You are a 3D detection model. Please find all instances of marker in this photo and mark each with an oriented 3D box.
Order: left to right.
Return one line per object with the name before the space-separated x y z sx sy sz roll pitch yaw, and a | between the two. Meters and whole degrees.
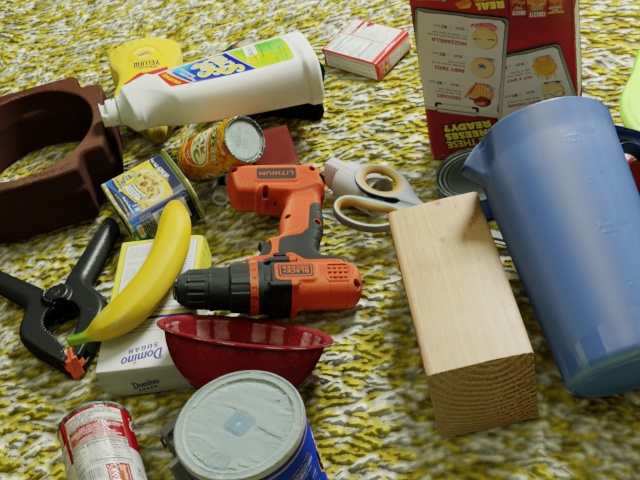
marker | -0.106 -0.088 1.247 0.020 0.020 0.121 -3 44 14

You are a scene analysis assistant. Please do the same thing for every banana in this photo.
banana | -0.173 0.031 1.060 0.070 0.037 0.197 16 53 25

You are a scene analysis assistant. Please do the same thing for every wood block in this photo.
wood block | 0.126 0.062 0.964 0.090 0.091 0.206 -13 43 3

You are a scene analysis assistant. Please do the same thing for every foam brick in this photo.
foam brick | -0.049 -0.083 1.200 0.051 0.053 0.078 -18 43 -2

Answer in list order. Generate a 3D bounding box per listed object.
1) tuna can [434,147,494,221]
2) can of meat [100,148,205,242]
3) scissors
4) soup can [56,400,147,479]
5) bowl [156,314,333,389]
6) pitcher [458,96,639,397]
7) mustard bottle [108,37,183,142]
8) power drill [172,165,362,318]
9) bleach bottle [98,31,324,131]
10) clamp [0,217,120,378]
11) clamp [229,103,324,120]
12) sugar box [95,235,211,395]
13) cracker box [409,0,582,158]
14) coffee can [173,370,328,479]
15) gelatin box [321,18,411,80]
tuna can | 0.165 -0.059 1.121 0.086 0.034 0.086 -9 43 8
can of meat | -0.190 -0.046 1.201 0.084 0.057 0.102 -30 43 -11
scissors | 0.114 -0.035 1.089 0.201 0.016 0.096 5 52 0
soup can | -0.189 0.200 0.934 0.068 0.068 0.102 -22 43 -6
bowl | -0.071 0.107 0.970 0.162 0.055 0.162 7 3 -1
pitcher | 0.237 0.004 0.927 0.149 0.144 0.243 -31 60 28
mustard bottle | -0.215 -0.185 1.354 0.096 0.058 0.192 -9 42 -8
power drill | -0.057 0.001 1.090 0.184 0.057 0.187 0 44 -7
bleach bottle | -0.129 -0.172 1.230 0.250 0.068 0.102 -16 36 -7
clamp | -0.285 0.066 1.127 0.164 0.036 0.210 -17 43 -1
clamp | -0.080 -0.166 1.304 0.120 0.039 0.172 -13 33 -32
sugar box | -0.165 0.073 1.078 0.093 0.048 0.176 -7 47 9
cracker box | 0.188 -0.188 1.117 0.164 0.213 0.072 3 44 19
coffee can | -0.048 0.187 0.850 0.103 0.140 0.103 -9 43 8
gelatin box | 0.058 -0.242 1.351 0.089 0.030 0.073 21 56 34
